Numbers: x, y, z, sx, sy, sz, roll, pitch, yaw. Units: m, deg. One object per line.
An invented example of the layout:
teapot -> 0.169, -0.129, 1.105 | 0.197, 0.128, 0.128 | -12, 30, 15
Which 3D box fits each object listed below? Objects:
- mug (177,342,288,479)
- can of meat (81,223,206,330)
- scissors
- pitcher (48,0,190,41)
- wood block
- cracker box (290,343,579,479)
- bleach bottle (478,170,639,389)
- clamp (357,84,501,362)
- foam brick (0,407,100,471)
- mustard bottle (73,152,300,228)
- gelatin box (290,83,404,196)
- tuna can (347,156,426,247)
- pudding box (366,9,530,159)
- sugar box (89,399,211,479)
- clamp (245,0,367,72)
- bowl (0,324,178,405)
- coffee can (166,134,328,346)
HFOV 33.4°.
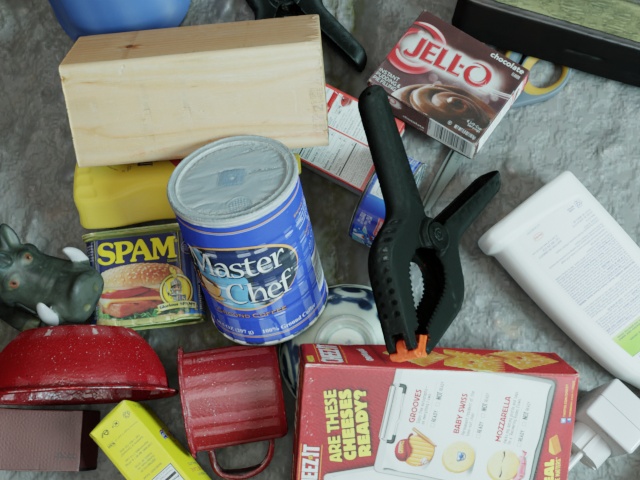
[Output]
mug -> -0.070, 0.141, 0.888 | 0.081, 0.093, 0.117 | -8, 89, -3
can of meat -> -0.151, 0.034, 0.926 | 0.102, 0.057, 0.084 | -6, 82, 3
scissors -> 0.161, -0.107, 0.953 | 0.096, 0.016, 0.202 | 16, 81, 7
pitcher -> -0.188, -0.267, 0.888 | 0.145, 0.243, 0.149 | -37, 81, -6
wood block -> -0.099, -0.125, 0.886 | 0.206, 0.091, 0.090 | -5, 117, 2
cracker box -> 0.085, 0.169, 0.845 | 0.213, 0.072, 0.164 | 3, 99, -5
bleach bottle -> 0.249, 0.066, 0.894 | 0.102, 0.068, 0.251 | -38, 82, -1
clamp -> 0.073, -0.010, 0.832 | 0.164, 0.036, 0.210 | 36, 54, -30
foam brick -> -0.233, 0.170, 0.909 | 0.078, 0.051, 0.053 | 1, 81, 4
mustard bottle -> -0.113, -0.058, 0.928 | 0.191, 0.058, 0.096 | -5, 39, 2
gelatin box -> 0.020, -0.090, 0.952 | 0.089, 0.030, 0.073 | 27, 84, 8
tuna can -> 0.057, -0.034, 0.911 | 0.034, 0.086, 0.086 | 26, 82, 9
pudding box -> 0.110, -0.135, 0.927 | 0.113, 0.039, 0.090 | 34, 72, 11
sugar box -> -0.110, 0.210, 0.873 | 0.048, 0.093, 0.176 | -44, 81, -5
clamp -> -0.039, -0.212, 0.973 | 0.120, 0.039, 0.171 | -18, 73, -4
bowl -> -0.196, 0.101, 0.864 | 0.162, 0.162, 0.055 | -3, 78, 3
coffee can -> -0.056, 0.001, 0.859 | 0.103, 0.140, 0.103 | -8, 43, 7
